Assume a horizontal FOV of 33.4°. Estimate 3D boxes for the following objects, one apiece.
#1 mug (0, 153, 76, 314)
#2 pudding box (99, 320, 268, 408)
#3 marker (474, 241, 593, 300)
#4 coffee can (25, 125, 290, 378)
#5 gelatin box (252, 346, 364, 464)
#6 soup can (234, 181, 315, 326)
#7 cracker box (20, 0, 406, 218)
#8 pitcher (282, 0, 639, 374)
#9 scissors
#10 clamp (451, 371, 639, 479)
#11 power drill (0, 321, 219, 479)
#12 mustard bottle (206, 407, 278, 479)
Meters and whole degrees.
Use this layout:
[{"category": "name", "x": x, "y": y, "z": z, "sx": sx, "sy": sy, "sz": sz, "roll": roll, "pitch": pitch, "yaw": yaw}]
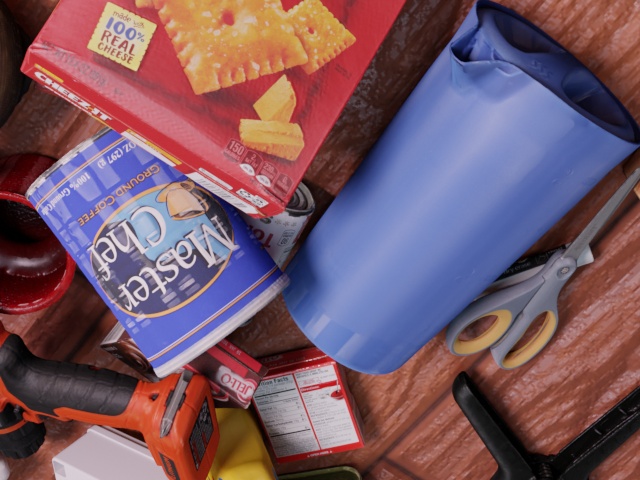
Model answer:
[{"category": "mug", "x": -0.215, "y": -0.017, "z": 0.733, "sx": 0.093, "sy": 0.081, "sz": 0.117, "roll": -36, "pitch": 112, "yaw": 18}, {"category": "pudding box", "x": -0.101, "y": 0.085, "z": 0.775, "sx": 0.090, "sy": 0.114, "sz": 0.039, "roll": 39, "pitch": 69, "yaw": -17}, {"category": "marker", "x": 0.140, "y": 0.027, "z": 0.786, "sx": 0.121, "sy": 0.020, "sz": 0.020, "roll": -20, "pitch": 116, "yaw": 11}, {"category": "coffee can", "x": -0.100, "y": 0.000, "z": 0.668, "sx": 0.103, "sy": 0.102, "sz": 0.140, "roll": -35, "pitch": 93, "yaw": 18}, {"category": "gelatin box", "x": -0.011, "y": 0.128, "z": 0.836, "sx": 0.073, "sy": 0.030, "sz": 0.089, "roll": -14, "pitch": 117, "yaw": 10}, {"category": "soup can", "x": -0.055, "y": 0.001, "z": 0.748, "sx": 0.068, "sy": 0.068, "sz": 0.102, "roll": 25, "pitch": 115, "yaw": -12}, {"category": "cracker box", "x": -0.043, "y": -0.144, "z": 0.611, "sx": 0.164, "sy": 0.072, "sz": 0.213, "roll": 33, "pitch": 79, "yaw": -16}, {"category": "pitcher", "x": 0.089, "y": -0.023, "z": 0.709, "sx": 0.149, "sy": 0.145, "sz": 0.243, "roll": 37, "pitch": 117, "yaw": -4}, {"category": "scissors", "x": 0.151, "y": 0.024, "z": 0.752, "sx": 0.096, "sy": 0.016, "sz": 0.202, "roll": -3, "pitch": 135, "yaw": -20}, {"category": "clamp", "x": 0.189, "y": 0.188, "z": 0.860, "sx": 0.164, "sy": 0.036, "sz": 0.210, "roll": -3, "pitch": 120, "yaw": 2}, {"category": "power drill", "x": -0.168, "y": 0.124, "z": 0.755, "sx": 0.188, "sy": 0.057, "sz": 0.184, "roll": 12, "pitch": 147, "yaw": 9}, {"category": "mustard bottle", "x": -0.049, "y": 0.200, "z": 0.781, "sx": 0.058, "sy": 0.192, "sz": 0.096, "roll": -12, "pitch": 118, "yaw": -14}]
